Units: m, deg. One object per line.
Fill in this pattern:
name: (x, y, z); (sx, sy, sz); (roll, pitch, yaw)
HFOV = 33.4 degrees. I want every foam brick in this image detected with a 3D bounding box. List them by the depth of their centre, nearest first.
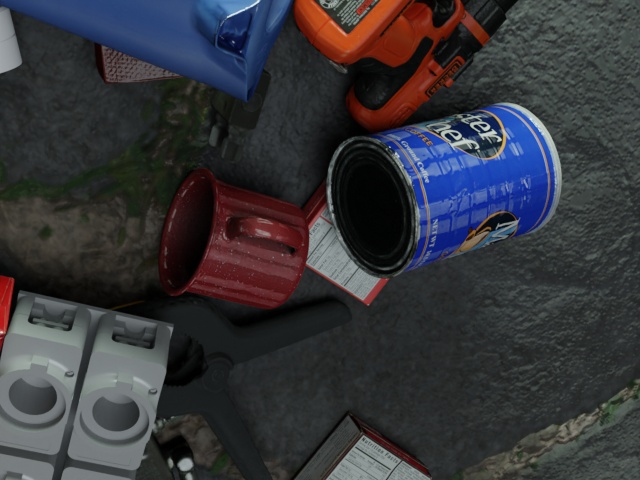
foam brick: (-0.113, -0.139, 0.720); (0.078, 0.051, 0.053); (-7, 113, -16)

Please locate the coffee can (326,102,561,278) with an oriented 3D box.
coffee can: (0.090, -0.039, 0.778); (0.140, 0.103, 0.103); (-16, 115, -32)

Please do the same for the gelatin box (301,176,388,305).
gelatin box: (0.023, -0.003, 0.831); (0.089, 0.030, 0.073); (34, 98, -26)

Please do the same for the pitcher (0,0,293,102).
pitcher: (-0.130, -0.185, 0.634); (0.243, 0.149, 0.145); (18, 79, -1)

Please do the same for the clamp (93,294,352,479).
clamp: (-0.077, 0.088, 0.809); (0.209, 0.036, 0.164); (31, 87, -34)

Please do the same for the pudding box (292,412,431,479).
pudding box: (0.026, 0.215, 0.910); (0.090, 0.039, 0.113); (38, 93, -26)

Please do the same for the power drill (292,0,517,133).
power drill: (0.070, -0.158, 0.714); (0.184, 0.057, 0.187); (-48, 160, 9)

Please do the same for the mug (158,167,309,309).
mug: (-0.055, 0.001, 0.762); (0.081, 0.117, 0.093); (16, 73, -29)
